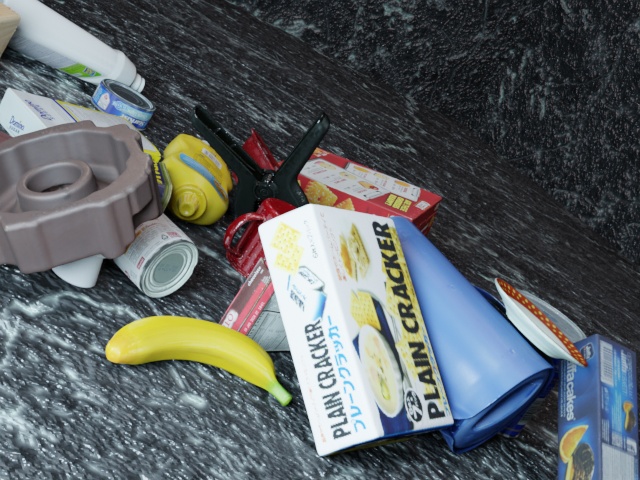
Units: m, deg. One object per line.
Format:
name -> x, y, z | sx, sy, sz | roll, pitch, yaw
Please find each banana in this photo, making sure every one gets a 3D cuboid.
banana -> -0.105, 0.094, 0.917 | 0.197, 0.037, 0.070 | 20, 18, -40

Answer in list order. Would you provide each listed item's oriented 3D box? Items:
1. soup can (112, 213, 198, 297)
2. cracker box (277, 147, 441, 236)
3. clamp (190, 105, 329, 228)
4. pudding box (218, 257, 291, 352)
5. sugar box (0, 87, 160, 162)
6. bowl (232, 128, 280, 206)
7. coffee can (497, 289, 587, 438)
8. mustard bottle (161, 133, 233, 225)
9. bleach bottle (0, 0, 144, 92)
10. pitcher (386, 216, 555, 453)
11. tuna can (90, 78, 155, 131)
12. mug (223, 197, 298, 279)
soup can -> -0.173, -0.001, 1.025 | 0.102, 0.068, 0.068 | 42, 18, 30
cracker box -> 0.047, -0.056, 1.529 | 0.214, 0.072, 0.164 | 23, 20, 15
clamp -> -0.072, -0.072, 1.264 | 0.165, 0.210, 0.036 | 11, 40, 11
pudding box -> -0.041, 0.065, 1.040 | 0.039, 0.090, 0.113 | 43, 18, 29
sugar box -> -0.278, -0.120, 1.237 | 0.175, 0.048, 0.093 | 7, 29, -51
bowl -> -0.068, -0.063, 1.390 | 0.162, 0.055, 0.162 | 58, 3, -5
coffee can -> 0.226, 0.142, 1.233 | 0.102, 0.140, 0.103 | 30, 15, -9
mustard bottle -> -0.153, -0.066, 1.287 | 0.096, 0.058, 0.191 | 46, 12, -15
bleach bottle -> -0.357, -0.269, 1.497 | 0.103, 0.068, 0.250 | 3, -17, 46
pitcher -> 0.128, 0.090, 1.130 | 0.243, 0.145, 0.149 | 52, 1, 25
tuna can -> -0.274, -0.190, 1.485 | 0.086, 0.034, 0.086 | 30, 15, -9
mug -> -0.058, 0.001, 1.220 | 0.117, 0.081, 0.093 | 21, 19, -37
